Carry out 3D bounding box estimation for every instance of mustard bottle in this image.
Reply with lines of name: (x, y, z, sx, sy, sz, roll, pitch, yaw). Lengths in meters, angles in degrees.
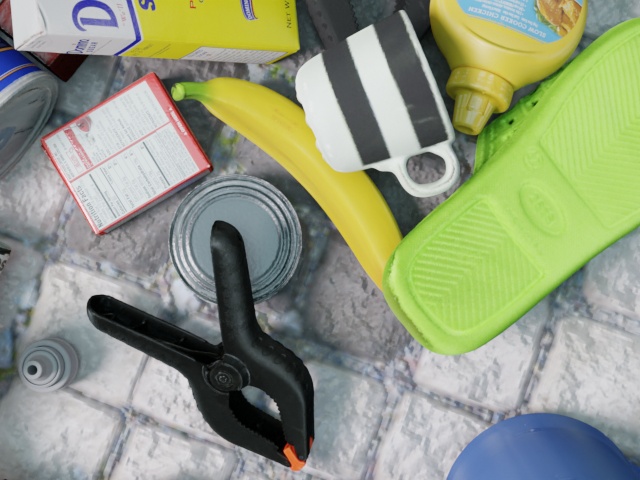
mustard bottle: (0.122, -0.156, 0.668, 0.096, 0.058, 0.191, 20, 80, -1)

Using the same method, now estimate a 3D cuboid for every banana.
banana: (-0.008, -0.043, 0.686, 0.198, 0.037, 0.069, 41, 51, -4)

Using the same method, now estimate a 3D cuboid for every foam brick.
foam brick: (-0.165, -0.151, 0.691, 0.051, 0.053, 0.078, 40, 87, 1)

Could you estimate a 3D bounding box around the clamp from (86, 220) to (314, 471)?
clamp: (-0.053, 0.069, 0.667, 0.171, 0.039, 0.120, 44, 124, -13)

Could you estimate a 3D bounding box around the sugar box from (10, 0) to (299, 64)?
sugar box: (-0.099, -0.161, 0.653, 0.175, 0.048, 0.093, -4, 86, -37)

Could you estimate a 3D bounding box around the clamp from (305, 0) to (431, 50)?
clamp: (0.029, -0.201, 0.695, 0.164, 0.036, 0.210, 12, 90, -14)

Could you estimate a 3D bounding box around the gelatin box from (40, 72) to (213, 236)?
gelatin box: (-0.127, -0.056, 0.699, 0.089, 0.030, 0.073, -31, 89, -2)

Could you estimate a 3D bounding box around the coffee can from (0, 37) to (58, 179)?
coffee can: (-0.250, -0.104, 0.663, 0.140, 0.103, 0.103, 39, 87, 1)

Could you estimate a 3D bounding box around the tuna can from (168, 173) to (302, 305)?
tuna can: (-0.055, 0.001, 0.695, 0.086, 0.034, 0.086, 0, 87, -1)
